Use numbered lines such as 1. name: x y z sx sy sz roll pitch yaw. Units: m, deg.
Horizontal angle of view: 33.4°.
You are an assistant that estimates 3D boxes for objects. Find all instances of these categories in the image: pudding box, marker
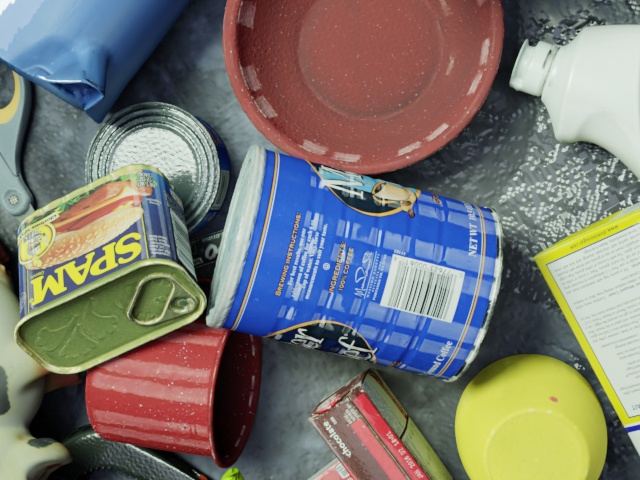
1. pudding box: 0.037 0.120 0.605 0.039 0.113 0.090 -37 85 5
2. marker: -0.054 0.001 0.665 0.121 0.020 0.020 -17 88 9

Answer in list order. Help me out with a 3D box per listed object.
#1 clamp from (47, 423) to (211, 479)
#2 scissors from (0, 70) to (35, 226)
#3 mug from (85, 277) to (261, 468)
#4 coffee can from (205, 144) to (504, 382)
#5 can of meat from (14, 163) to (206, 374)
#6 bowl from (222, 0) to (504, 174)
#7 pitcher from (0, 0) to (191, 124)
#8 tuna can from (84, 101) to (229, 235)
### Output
1. clamp: -0.172 0.156 0.679 0.210 0.036 0.164 -12 85 8
2. scissors: -0.188 -0.045 0.687 0.202 0.016 0.096 44 99 6
3. mug: -0.085 0.074 0.643 0.081 0.093 0.117 5 61 14
4. coffee can: 0.017 0.014 0.593 0.140 0.103 0.103 14 93 -9
5. can of meat: -0.121 0.014 0.604 0.102 0.057 0.084 -25 47 9
6. bowl: 0.026 -0.118 0.631 0.162 0.055 0.162 0 91 9
7. pitcher: -0.114 -0.204 0.625 0.149 0.145 0.243 40 93 -6
8. tuna can: -0.100 -0.042 0.664 0.086 0.033 0.086 0 91 9
